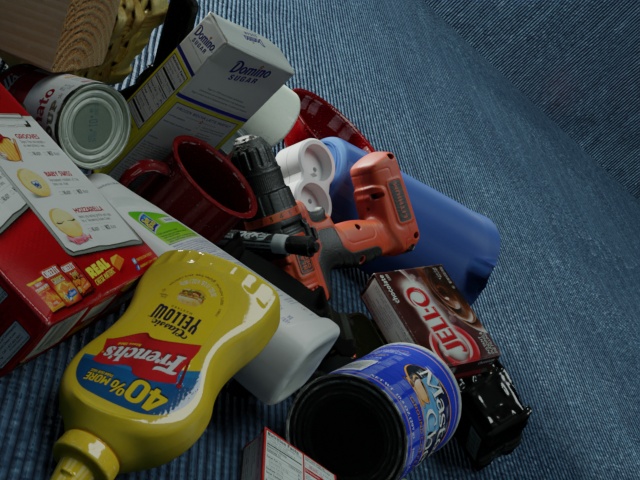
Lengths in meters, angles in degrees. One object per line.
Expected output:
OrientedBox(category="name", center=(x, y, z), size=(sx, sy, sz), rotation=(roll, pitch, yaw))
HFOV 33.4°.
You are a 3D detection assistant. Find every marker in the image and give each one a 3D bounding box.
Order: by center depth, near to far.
OrientedBox(category="marker", center=(-0.056, 0.001, 0.945), size=(0.020, 0.121, 0.020), rotation=(-17, 109, -62))

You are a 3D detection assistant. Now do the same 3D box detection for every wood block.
OrientedBox(category="wood block", center=(-0.266, -0.210, 0.827), size=(0.206, 0.091, 0.090), rotation=(22, 18, 9))

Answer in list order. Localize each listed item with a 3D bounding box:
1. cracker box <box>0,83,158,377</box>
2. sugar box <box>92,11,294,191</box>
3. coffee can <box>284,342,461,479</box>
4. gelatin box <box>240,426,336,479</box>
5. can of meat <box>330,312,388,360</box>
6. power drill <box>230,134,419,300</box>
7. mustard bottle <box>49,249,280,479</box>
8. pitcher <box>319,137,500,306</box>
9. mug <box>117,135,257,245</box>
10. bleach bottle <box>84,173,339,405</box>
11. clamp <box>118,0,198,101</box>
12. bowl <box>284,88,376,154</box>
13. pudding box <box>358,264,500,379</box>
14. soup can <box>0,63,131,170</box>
OrientedBox(category="cracker box", center=(-0.227, -0.024, 0.706), size=(0.214, 0.072, 0.164), rotation=(47, 21, 2))
OrientedBox(category="sugar box", center=(-0.116, -0.113, 0.928), size=(0.093, 0.176, 0.048), rotation=(16, 37, -53))
OrientedBox(category="coffee can", center=(0.047, 0.146, 0.876), size=(0.103, 0.103, 0.140), rotation=(51, 22, 12))
OrientedBox(category="gelatin box", center=(-0.023, 0.188, 0.770), size=(0.073, 0.030, 0.089), rotation=(37, 23, -20))
OrientedBox(category="can of meat", center=(0.063, 0.123, 1.014), size=(0.083, 0.057, 0.102), rotation=(19, 34, -54))
OrientedBox(category="power drill", center=(0.004, -0.028, 1.023), size=(0.187, 0.057, 0.184), rotation=(-23, 100, -42))
OrientedBox(category="mustard bottle", center=(-0.109, 0.088, 0.679), size=(0.096, 0.058, 0.191), rotation=(21, 48, 17))
OrientedBox(category="pitcher", center=(0.072, -0.018, 1.212), size=(0.242, 0.149, 0.145), rotation=(29, 42, -31))
OrientedBox(category="mug", center=(-0.122, -0.032, 0.903), size=(0.117, 0.082, 0.093), rotation=(23, 31, -47))
OrientedBox(category="bleach bottle", center=(-0.108, 0.022, 0.823), size=(0.251, 0.068, 0.102), rotation=(37, 12, 11))
OrientedBox(category="clamp", center=(-0.160, -0.140, 1.005), size=(0.036, 0.164, 0.210), rotation=(44, -3, 7))
OrientedBox(category="bowl", center=(0.006, -0.114, 1.334), size=(0.162, 0.055, 0.162), rotation=(39, 22, -20))
OrientedBox(category="pudding box", center=(0.101, 0.078, 0.991), size=(0.089, 0.039, 0.113), rotation=(-6, 51, -40))
OrientedBox(category="soup can", center=(-0.202, -0.096, 0.822), size=(0.102, 0.068, 0.068), rotation=(19, -1, 41))
